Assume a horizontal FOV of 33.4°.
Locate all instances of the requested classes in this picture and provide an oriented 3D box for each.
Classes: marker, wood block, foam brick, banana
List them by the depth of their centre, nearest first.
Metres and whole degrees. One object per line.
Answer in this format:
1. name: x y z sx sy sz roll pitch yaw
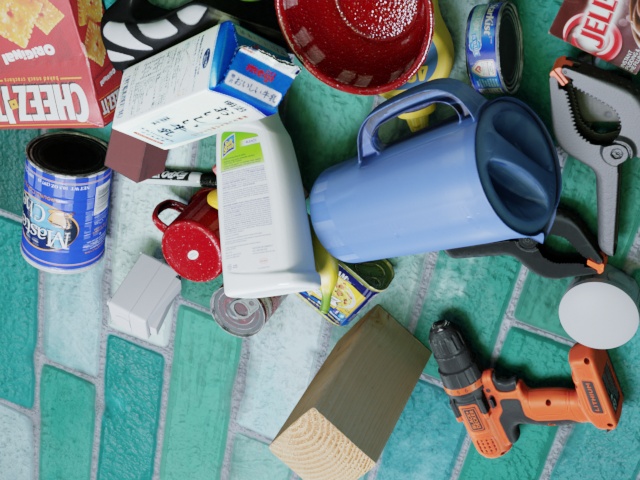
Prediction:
1. banana: -0.043 -0.010 1.161 0.069 0.037 0.198 -47 68 3
2. wood block: 0.037 0.176 1.190 0.091 0.205 0.090 41 126 -3
3. foam brick: -0.206 -0.114 1.218 0.051 0.052 0.078 30 122 18
4. marker: -0.167 -0.073 1.253 0.121 0.020 0.020 5 120 21

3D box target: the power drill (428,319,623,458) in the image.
1. power drill: 0.227 0.155 1.187 0.188 0.057 0.184 -13 116 32

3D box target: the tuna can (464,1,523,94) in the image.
1. tuna can: 0.163 -0.180 1.002 0.034 0.086 0.086 1 118 26

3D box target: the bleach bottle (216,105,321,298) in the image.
1. bleach bottle: -0.061 -0.069 1.120 0.103 0.068 0.251 -9 81 29

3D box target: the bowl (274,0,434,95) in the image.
1. bowl: 0.040 -0.218 0.981 0.162 0.055 0.162 16 126 23

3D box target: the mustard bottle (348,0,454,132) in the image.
1. mustard bottle: 0.080 -0.196 1.047 0.096 0.058 0.191 -1 118 26

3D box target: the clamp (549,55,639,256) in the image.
1. clamp: 0.280 -0.082 1.013 0.210 0.036 0.165 43 130 -9

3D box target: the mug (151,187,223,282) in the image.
1. mug: -0.142 -0.011 1.239 0.117 0.081 0.093 31 126 5

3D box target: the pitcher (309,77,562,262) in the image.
1. pitcher: 0.100 -0.057 1.056 0.243 0.144 0.149 -14 75 45

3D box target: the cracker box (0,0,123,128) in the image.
1. cracker box: -0.322 -0.233 1.197 0.164 0.072 0.214 2 119 24

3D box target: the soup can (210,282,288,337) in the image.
1. soup can: -0.075 0.057 1.235 0.069 0.102 0.068 11 122 18

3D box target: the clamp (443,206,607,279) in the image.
1. clamp: 0.215 -0.017 1.104 0.172 0.039 0.120 14 125 16

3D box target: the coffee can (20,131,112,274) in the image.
1. coffee can: -0.304 -0.045 1.279 0.103 0.102 0.140 21 124 12

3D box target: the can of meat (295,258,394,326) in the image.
1. can of meat: 0.019 0.039 1.212 0.102 0.057 0.084 40 128 -1
